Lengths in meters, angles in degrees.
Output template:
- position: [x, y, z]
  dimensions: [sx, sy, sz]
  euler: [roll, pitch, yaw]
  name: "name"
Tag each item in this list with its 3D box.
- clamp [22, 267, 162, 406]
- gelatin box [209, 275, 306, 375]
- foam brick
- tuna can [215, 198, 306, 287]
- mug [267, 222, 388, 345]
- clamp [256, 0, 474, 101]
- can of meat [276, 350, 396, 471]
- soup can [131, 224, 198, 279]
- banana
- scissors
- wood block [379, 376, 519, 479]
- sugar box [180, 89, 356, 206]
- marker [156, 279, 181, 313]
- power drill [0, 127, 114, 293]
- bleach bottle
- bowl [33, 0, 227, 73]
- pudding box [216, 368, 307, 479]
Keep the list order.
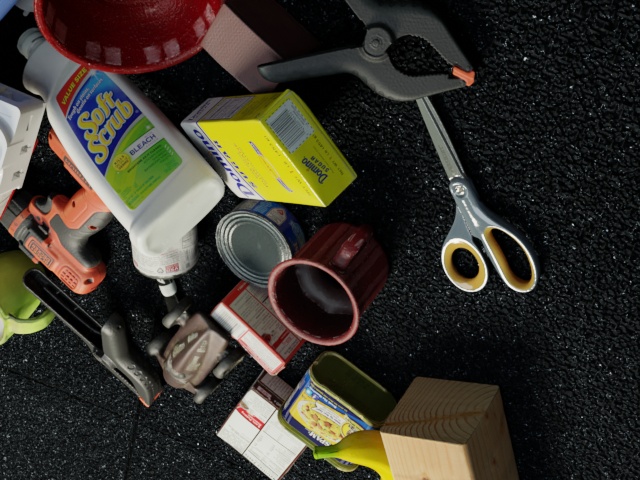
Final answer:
- position: [-0.227, 0.120, 1.177]
  dimensions: [0.165, 0.036, 0.210]
  euler: [19, 151, 46]
  name: "clamp"
- position: [-0.055, 0.079, 1.061]
  dimensions: [0.089, 0.073, 0.030]
  euler: [44, 132, -1]
  name: "gelatin box"
- position: [-0.051, -0.166, 0.903]
  dimensions: [0.078, 0.051, 0.053]
  euler: [43, 134, 0]
  name: "foam brick"
- position: [-0.057, 0.001, 1.035]
  dimensions: [0.086, 0.033, 0.086]
  euler: [17, 128, 23]
  name: "tuna can"
- position: [0.015, 0.028, 0.974]
  dimensions: [0.093, 0.081, 0.117]
  euler: [35, 133, 8]
  name: "mug"
- position: [0.042, -0.168, 0.835]
  dimensions: [0.171, 0.039, 0.120]
  euler: [12, 115, 1]
  name: "clamp"
- position: [0.018, 0.173, 1.091]
  dimensions: [0.102, 0.057, 0.084]
  euler: [36, 131, 6]
  name: "can of meat"
- position: [-0.157, -0.021, 1.062]
  dimensions: [0.069, 0.068, 0.102]
  euler: [18, 129, 22]
  name: "soup can"
- position: [0.061, 0.227, 1.074]
  dimensions: [0.070, 0.037, 0.197]
  euler: [-12, 147, 20]
  name: "banana"
- position: [0.112, -0.032, 0.916]
  dimensions: [0.096, 0.016, 0.201]
  euler: [-31, 101, 42]
  name: "scissors"
- position: [0.137, 0.246, 1.042]
  dimensions: [0.091, 0.090, 0.206]
  euler: [3, 122, 33]
  name: "wood block"
- position: [-0.050, -0.078, 0.911]
  dimensions: [0.093, 0.048, 0.176]
  euler: [52, 159, -21]
  name: "sugar box"
- position: [-0.171, 0.029, 1.138]
  dimensions: [0.020, 0.020, 0.121]
  euler: [0, 121, 33]
  name: "marker"
- position: [-0.277, -0.050, 1.129]
  dimensions: [0.184, 0.057, 0.188]
  euler: [43, 135, -1]
  name: "power drill"
- position: [-0.205, -0.105, 0.996]
  dimensions: [0.251, 0.102, 0.068]
  euler: [45, 174, 18]
  name: "bleach bottle"
- position: [-0.162, -0.215, 0.906]
  dimensions: [0.162, 0.055, 0.162]
  euler: [-9, 148, -6]
  name: "bowl"
- position: [-0.054, 0.204, 1.172]
  dimensions: [0.090, 0.039, 0.114]
  euler: [38, 135, 4]
  name: "pudding box"
